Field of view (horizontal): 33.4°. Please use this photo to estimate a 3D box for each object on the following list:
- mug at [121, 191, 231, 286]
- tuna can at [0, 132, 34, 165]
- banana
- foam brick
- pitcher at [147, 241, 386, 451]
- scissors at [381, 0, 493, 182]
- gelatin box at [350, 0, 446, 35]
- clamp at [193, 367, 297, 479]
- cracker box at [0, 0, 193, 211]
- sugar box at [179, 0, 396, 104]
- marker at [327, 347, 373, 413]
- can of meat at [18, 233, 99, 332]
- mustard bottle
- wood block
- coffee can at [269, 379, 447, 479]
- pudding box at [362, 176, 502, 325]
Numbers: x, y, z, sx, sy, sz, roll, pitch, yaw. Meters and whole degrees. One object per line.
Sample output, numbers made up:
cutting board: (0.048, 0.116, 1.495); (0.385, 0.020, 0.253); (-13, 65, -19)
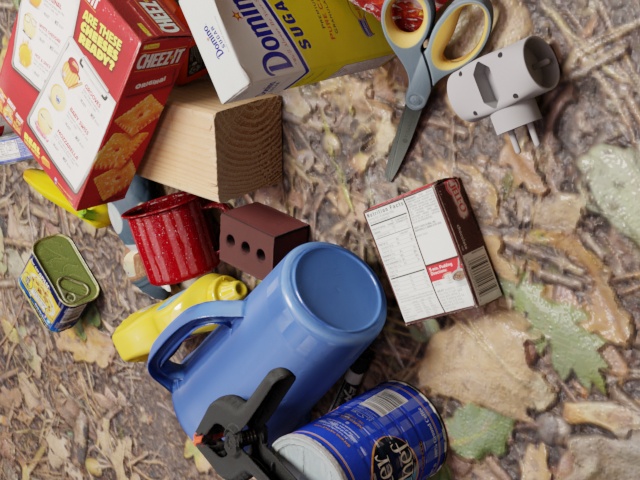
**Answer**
mug: (-0.143, -0.005, 1.131); (0.117, 0.093, 0.081); (-14, 102, 10)
tuna can: (-0.349, -0.116, 1.283); (0.086, 0.085, 0.034); (-2, 106, 45)
banana: (-0.289, -0.050, 1.266); (0.198, 0.069, 0.037); (24, 80, 52)
foam brick: (-0.057, 0.001, 1.062); (0.078, 0.051, 0.053); (23, 121, 37)
pitcher: (-0.049, 0.103, 1.018); (0.145, 0.148, 0.243); (55, 137, 14)
scissors: (0.067, -0.134, 0.884); (0.096, 0.016, 0.202); (30, 133, -9)
gelatin box: (0.058, -0.211, 0.848); (0.089, 0.030, 0.073); (32, 136, -14)
clamp: (-0.063, 0.166, 0.947); (0.172, 0.039, 0.120); (1, 89, 53)
cracker box: (-0.223, -0.161, 1.019); (0.164, 0.071, 0.214); (49, 131, 20)
sugar box: (-0.018, -0.174, 0.863); (0.048, 0.175, 0.093); (-27, 85, 49)
marker: (0.027, 0.150, 1.061); (0.020, 0.020, 0.121); (41, 130, 26)
can of meat: (-0.336, 0.057, 1.360); (0.102, 0.057, 0.084); (56, 138, 14)
mustard bottle: (-0.139, 0.078, 1.141); (0.192, 0.096, 0.058); (-27, 88, 47)
wood block: (-0.142, -0.112, 1.075); (0.206, 0.090, 0.091); (19, 119, 39)
coffee can: (0.035, 0.201, 0.984); (0.103, 0.140, 0.103); (19, 118, 39)
pudding box: (0.095, 0.010, 0.924); (0.090, 0.039, 0.113); (-20, 89, 48)
